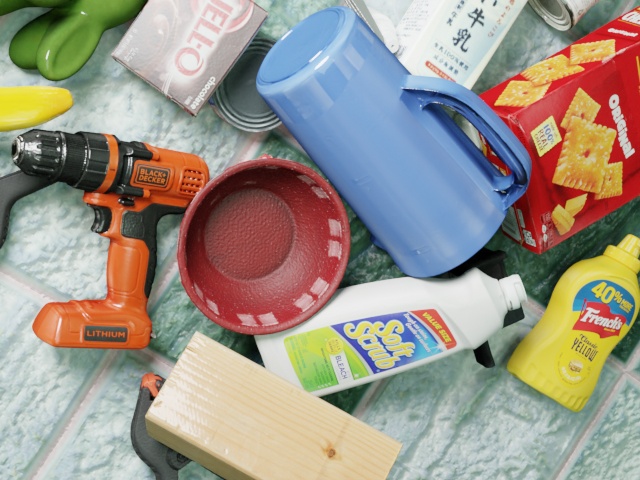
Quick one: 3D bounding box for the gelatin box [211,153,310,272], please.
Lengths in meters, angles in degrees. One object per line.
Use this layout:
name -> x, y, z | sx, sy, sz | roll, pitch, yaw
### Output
gelatin box -> -0.061, -0.026, 1.007 | 0.073, 0.030, 0.089 | -29, 108, -10

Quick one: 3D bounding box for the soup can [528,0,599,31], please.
soup can -> 0.258, -0.262, 1.043 | 0.102, 0.069, 0.068 | -42, 110, -5

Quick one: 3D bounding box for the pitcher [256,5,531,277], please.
pitcher -> 0.064, -0.093, 0.955 | 0.149, 0.145, 0.242 | -44, 119, -1

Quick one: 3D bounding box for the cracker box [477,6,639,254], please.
cracker box -> 0.266, -0.107, 1.049 | 0.213, 0.072, 0.164 | -29, 124, -14

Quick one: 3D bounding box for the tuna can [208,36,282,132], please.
tuna can -> -0.062, -0.144, 0.981 | 0.086, 0.034, 0.086 | -4, 102, -17

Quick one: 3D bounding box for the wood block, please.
wood block -> -0.044, 0.177, 0.950 | 0.206, 0.090, 0.090 | 28, 68, 5

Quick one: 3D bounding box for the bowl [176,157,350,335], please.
bowl -> -0.056, 0.001, 0.967 | 0.162, 0.055, 0.162 | -5, 104, -18

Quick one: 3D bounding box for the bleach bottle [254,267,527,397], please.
bleach bottle -> 0.069, 0.076, 1.010 | 0.251, 0.068, 0.102 | -17, 114, 5

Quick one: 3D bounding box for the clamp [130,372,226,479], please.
clamp -> -0.123, 0.204, 1.029 | 0.120, 0.039, 0.171 | -17, 105, -18

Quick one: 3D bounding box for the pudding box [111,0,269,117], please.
pudding box -> -0.112, -0.178, 0.928 | 0.090, 0.039, 0.113 | 35, 92, -5

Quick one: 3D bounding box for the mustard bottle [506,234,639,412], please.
mustard bottle -> 0.282, 0.079, 1.124 | 0.096, 0.058, 0.191 | 32, 90, -22

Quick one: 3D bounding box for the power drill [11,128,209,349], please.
power drill -> -0.195, 0.000, 0.933 | 0.184, 0.057, 0.188 | 8, 103, -37

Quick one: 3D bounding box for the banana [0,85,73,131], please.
banana -> -0.301, -0.127, 0.868 | 0.198, 0.037, 0.070 | 24, 96, 3
